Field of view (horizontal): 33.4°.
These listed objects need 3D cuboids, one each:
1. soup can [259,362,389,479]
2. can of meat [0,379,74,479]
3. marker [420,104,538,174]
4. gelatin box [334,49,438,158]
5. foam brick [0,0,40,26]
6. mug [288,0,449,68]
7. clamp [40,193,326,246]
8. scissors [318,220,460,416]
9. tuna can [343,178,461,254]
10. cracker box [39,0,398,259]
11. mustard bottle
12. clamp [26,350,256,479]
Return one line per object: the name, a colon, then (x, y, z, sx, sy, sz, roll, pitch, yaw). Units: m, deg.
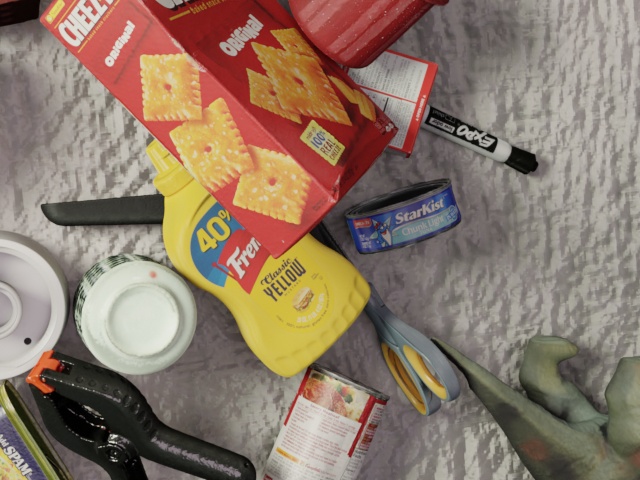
soup can: (0.002, 0.152, 0.814, 0.068, 0.069, 0.102, 25, 86, -14)
can of meat: (-0.233, 0.165, 0.758, 0.084, 0.057, 0.102, -32, 99, -9)
marker: (0.123, -0.083, 0.862, 0.121, 0.020, 0.020, 23, 86, -15)
gelatin box: (0.038, -0.112, 0.824, 0.089, 0.030, 0.073, 17, 87, 2)
foam brick: (-0.225, -0.180, 0.737, 0.053, 0.078, 0.051, -15, 94, -14)
mug: (0.023, -0.185, 0.759, 0.117, 0.093, 0.082, 42, 121, -13)
clamp: (-0.080, -0.048, 0.801, 0.209, 0.036, 0.164, 26, 86, -16)
scissors: (0.048, 0.050, 0.813, 0.016, 0.096, 0.201, -33, 103, -21)
tuna can: (0.063, -0.018, 0.815, 0.086, 0.086, 0.034, -20, 98, -13)
cracker box: (-0.056, -0.110, 0.722, 0.213, 0.164, 0.072, 46, 119, -3)
mustard bottle: (-0.055, 0.001, 0.763, 0.096, 0.058, 0.191, -44, 109, -11)
clamp: (-0.128, 0.139, 0.751, 0.120, 0.039, 0.171, -26, 118, 22)
